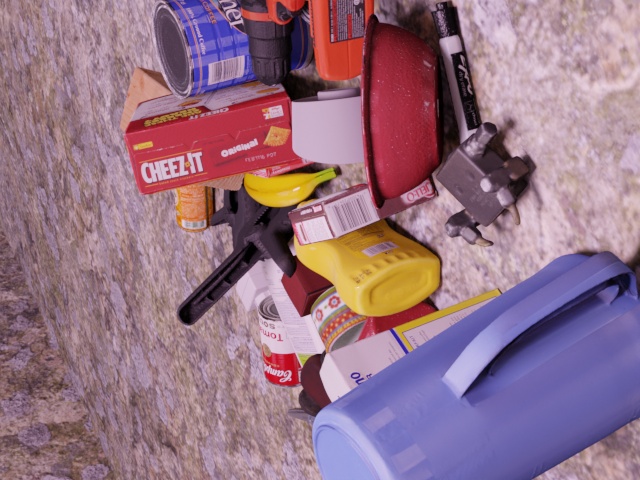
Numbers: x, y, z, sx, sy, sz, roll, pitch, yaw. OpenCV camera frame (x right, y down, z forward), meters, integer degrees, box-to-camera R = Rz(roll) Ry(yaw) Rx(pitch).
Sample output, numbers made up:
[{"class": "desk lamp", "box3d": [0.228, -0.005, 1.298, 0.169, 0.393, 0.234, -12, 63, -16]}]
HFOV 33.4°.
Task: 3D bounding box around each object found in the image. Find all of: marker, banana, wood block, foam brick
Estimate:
[{"class": "marker", "box3d": [0.111, -0.134, 0.870, 0.020, 0.020, 0.121, 8, 114, 64]}, {"class": "banana", "box3d": [-0.049, -0.066, 1.208, 0.198, 0.069, 0.037, 20, 127, 63]}, {"class": "wood block", "box3d": [-0.173, -0.145, 1.370, 0.206, 0.090, 0.090, 38, 115, 51]}, {"class": "foam brick", "box3d": [0.004, 0.040, 1.164, 0.051, 0.078, 0.053, 59, 154, 23]}]

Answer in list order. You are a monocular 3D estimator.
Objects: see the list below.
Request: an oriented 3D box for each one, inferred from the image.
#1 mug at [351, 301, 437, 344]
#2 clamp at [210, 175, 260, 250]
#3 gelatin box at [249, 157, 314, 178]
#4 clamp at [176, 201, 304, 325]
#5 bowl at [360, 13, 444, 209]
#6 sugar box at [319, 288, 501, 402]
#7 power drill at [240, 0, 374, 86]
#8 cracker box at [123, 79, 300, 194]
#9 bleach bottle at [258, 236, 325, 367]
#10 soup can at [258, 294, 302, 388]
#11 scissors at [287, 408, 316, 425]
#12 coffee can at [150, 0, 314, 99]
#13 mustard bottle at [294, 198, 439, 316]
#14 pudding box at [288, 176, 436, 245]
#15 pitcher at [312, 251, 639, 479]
[{"class": "mug", "box3d": [0.076, 0.099, 1.049, 0.082, 0.093, 0.117, 109, 164, -48]}, {"class": "clamp", "box3d": [-0.105, -0.023, 1.405, 0.120, 0.039, 0.172, 60, 154, 21]}, {"class": "gelatin box", "box3d": [-0.046, -0.095, 1.179, 0.089, 0.073, 0.030, 18, 124, 61]}, {"class": "clamp", "box3d": [-0.058, 0.001, 1.167, 0.165, 0.209, 0.036, -22, 115, 40]}, {"class": "bowl", "box3d": [0.071, -0.107, 0.880, 0.162, 0.055, 0.162, -1, -90, -79]}, {"class": "sugar box", "box3d": [0.096, 0.111, 0.886, 0.093, 0.176, 0.048, 59, 154, 27]}, {"class": "power drill", "box3d": [-0.021, -0.208, 0.969, 0.188, 0.057, 0.184, 40, 142, 50]}, {"class": "cracker box", "box3d": [-0.112, -0.116, 1.115, 0.214, 0.164, 0.072, -111, 7, -73]}, {"class": "bleach bottle", "box3d": [-0.001, 0.117, 1.252, 0.103, 0.068, 0.251, -5, 104, 65]}, {"class": "soup can", "box3d": [-0.041, 0.124, 1.338, 0.069, 0.068, 0.102, 39, 140, 52]}, {"class": "scissors", "box3d": [0.003, 0.250, 1.397, 0.096, 0.016, 0.202, 67, 157, 11]}, {"class": "coffee can", "box3d": [-0.091, -0.212, 1.107, 0.103, 0.140, 0.103, 47, 147, 44]}, {"class": "mustard bottle", "box3d": [0.028, 0.005, 1.059, 0.192, 0.096, 0.058, 40, 142, 50]}, {"class": "pudding box", "box3d": [0.038, -0.033, 0.989, 0.090, 0.113, 0.039, -15, 95, 68]}, {"class": "pitcher", "box3d": [0.120, 0.108, 0.747, 0.145, 0.242, 0.149, 1, 114, 62]}]
